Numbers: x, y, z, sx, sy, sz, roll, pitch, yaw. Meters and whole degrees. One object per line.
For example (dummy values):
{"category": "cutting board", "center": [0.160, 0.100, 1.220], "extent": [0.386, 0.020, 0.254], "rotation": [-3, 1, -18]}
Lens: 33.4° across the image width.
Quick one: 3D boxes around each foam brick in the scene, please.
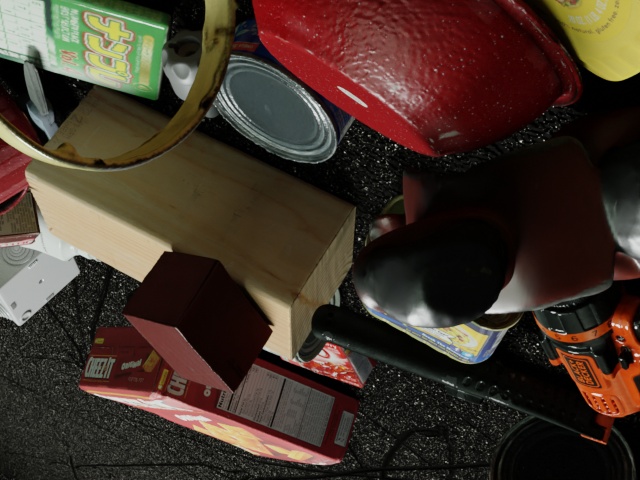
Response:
{"category": "foam brick", "center": [-0.077, 0.052, 0.679], "extent": [0.051, 0.053, 0.078], "rotation": [11, 147, 38]}

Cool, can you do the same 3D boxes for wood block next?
{"category": "wood block", "center": [-0.088, -0.014, 0.742], "extent": [0.206, 0.090, 0.091], "rotation": [27, 154, 13]}

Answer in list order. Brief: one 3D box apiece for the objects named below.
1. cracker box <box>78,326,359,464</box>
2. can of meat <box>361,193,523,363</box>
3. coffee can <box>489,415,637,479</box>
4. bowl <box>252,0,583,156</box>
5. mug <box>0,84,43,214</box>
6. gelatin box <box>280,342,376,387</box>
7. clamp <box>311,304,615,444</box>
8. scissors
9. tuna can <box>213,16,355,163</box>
{"category": "cracker box", "center": [-0.097, 0.148, 1.014], "extent": [0.213, 0.072, 0.164], "rotation": [26, 160, -30]}
{"category": "can of meat", "center": [0.076, 0.028, 0.665], "extent": [0.102, 0.057, 0.084], "rotation": [29, 158, 10]}
{"category": "coffee can", "center": [0.191, 0.204, 0.801], "extent": [0.103, 0.102, 0.140], "rotation": [16, 151, 32]}
{"category": "bowl", "center": [0.027, -0.083, 0.447], "extent": [0.162, 0.055, 0.162], "rotation": [34, 179, 0]}
{"category": "mug", "center": [-0.253, -0.059, 0.801], "extent": [0.093, 0.081, 0.117], "rotation": [46, 162, 31]}
{"category": "gelatin box", "center": [-0.005, 0.083, 0.897], "extent": [0.089, 0.030, 0.073], "rotation": [16, 151, 32]}
{"category": "clamp", "center": [0.097, 0.091, 0.739], "extent": [0.210, 0.036, 0.164], "rotation": [18, 176, 24]}
{"category": "scissors", "center": [-0.190, -0.077, 0.768], "extent": [0.096, 0.016, 0.202], "rotation": [54, 165, -13]}
{"category": "tuna can", "center": [-0.021, -0.084, 0.596], "extent": [0.086, 0.033, 0.086], "rotation": [26, 155, 13]}
